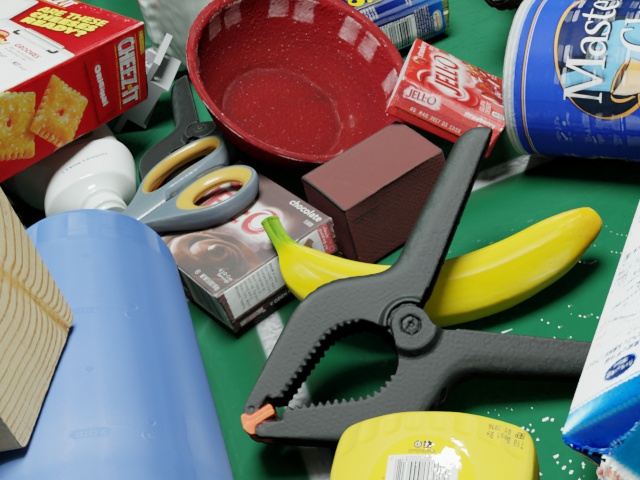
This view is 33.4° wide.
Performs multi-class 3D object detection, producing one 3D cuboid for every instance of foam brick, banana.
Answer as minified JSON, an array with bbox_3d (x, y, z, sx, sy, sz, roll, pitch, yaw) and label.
[{"bbox_3d":[0.038,-0.030,0.679,0.078,0.053,0.051,-31,41,-15],"label":"foam brick"},{"bbox_3d":[0.061,0.017,0.611,0.198,0.069,0.037,-1,-2,8],"label":"banana"}]

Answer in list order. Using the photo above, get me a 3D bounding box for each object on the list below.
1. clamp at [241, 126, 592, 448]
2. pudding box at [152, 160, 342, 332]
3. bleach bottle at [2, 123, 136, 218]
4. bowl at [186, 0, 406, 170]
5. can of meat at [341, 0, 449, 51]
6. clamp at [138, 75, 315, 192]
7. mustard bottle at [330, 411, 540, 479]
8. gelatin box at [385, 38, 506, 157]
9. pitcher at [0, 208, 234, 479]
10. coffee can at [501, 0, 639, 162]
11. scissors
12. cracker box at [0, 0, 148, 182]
[{"bbox_3d":[0.058,0.054,0.562,0.210,0.036,0.165,-37,69,-8],"label":"clamp"},{"bbox_3d":[-0.055,0.001,0.689,0.090,0.039,0.114,-35,42,-19],"label":"pudding box"},{"bbox_3d":[-0.213,-0.069,0.815,0.102,0.068,0.251,-31,43,-14],"label":"bleach bottle"},{"bbox_3d":[-0.020,-0.105,0.753,0.162,0.055,0.162,9,55,-14],"label":"bowl"},{"bbox_3d":[0.045,-0.188,0.856,0.084,0.057,0.102,-24,40,-11],"label":"can of meat"},{"bbox_3d":[-0.073,-0.072,0.783,0.120,0.039,0.171,-6,41,20],"label":"clamp"},{"bbox_3d":[0.039,0.163,0.452,0.096,0.058,0.191,-2,42,18],"label":"mustard bottle"},{"bbox_3d":[0.087,-0.096,0.711,0.073,0.030,0.089,25,28,-1],"label":"gelatin box"},{"bbox_3d":[-0.125,0.087,0.545,0.145,0.149,0.243,-33,35,9],"label":"pitcher"},{"bbox_3d":[0.195,-0.099,0.658,0.140,0.103,0.102,8,46,28],"label":"coffee can"},{"bbox_3d":[-0.117,-0.001,0.674,0.096,0.016,0.201,15,50,38],"label":"scissors"},{"bbox_3d":[-0.251,-0.107,0.745,0.164,0.072,0.213,23,40,26],"label":"cracker box"}]
